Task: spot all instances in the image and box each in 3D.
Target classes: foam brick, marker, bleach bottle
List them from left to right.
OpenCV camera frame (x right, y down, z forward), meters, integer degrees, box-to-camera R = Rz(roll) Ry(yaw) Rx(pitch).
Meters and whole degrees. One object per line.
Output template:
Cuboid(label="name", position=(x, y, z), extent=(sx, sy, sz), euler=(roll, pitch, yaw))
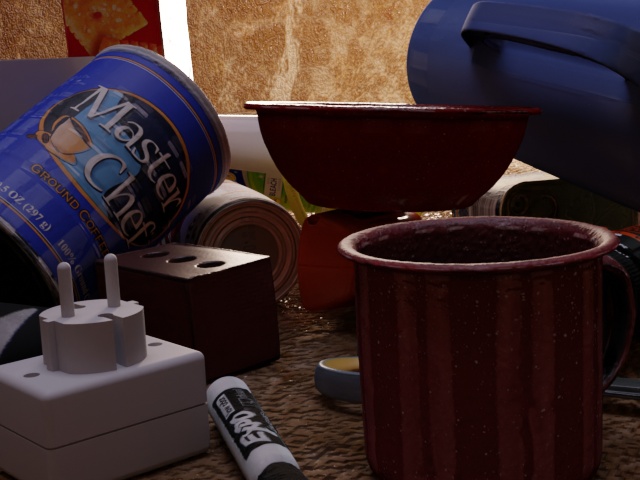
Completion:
Cuboid(label="foam brick", position=(-0.065, 0.033, 0.518), extent=(0.078, 0.051, 0.052), euler=(7, 15, 44))
Cuboid(label="bleach bottle", position=(-0.098, -0.067, 0.904), extent=(0.250, 0.068, 0.102), euler=(2, -23, -3))
Cuboid(label="marker", position=(-0.022, 0.073, 0.373), extent=(0.020, 0.020, 0.121), euler=(-6, 10, -15))

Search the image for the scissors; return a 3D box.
Cuboid(label="scissors", position=(0.080, 0.059, 0.425), extent=(0.096, 0.016, 0.202), euler=(-8, 10, -43))

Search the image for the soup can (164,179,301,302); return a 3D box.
Cuboid(label="soup can", position=(-0.054, 0.001, 0.654), extent=(0.068, 0.068, 0.102), euler=(-6, 11, -16))

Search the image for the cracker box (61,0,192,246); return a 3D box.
Cuboid(label="cracker box", position=(-0.130, -0.089, 0.765), extent=(0.072, 0.214, 0.164), euler=(-5, 10, 0))

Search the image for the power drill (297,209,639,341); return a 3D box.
Cuboid(label="power drill", position=(0.085, 0.017, 0.541), extent=(0.188, 0.057, 0.184), euler=(6, 6, 30))

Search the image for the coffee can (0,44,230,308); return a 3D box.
Cuboid(label="coffee can", position=(-0.130, -0.027, 0.579), extent=(0.103, 0.103, 0.140), euler=(5, 41, 40))

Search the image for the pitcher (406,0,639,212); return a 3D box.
Cuboid(label="pitcher", position=(0.156, -0.102, 0.662), extent=(0.144, 0.149, 0.243), euler=(-29, 31, -22))

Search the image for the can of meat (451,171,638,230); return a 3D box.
Cuboid(label="can of meat", position=(0.151, -0.018, 0.734), extent=(0.102, 0.057, 0.084), euler=(-6, 9, -17))

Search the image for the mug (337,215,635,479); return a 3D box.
Cuboid(label="mug", position=(0.064, 0.037, 0.371), extent=(0.117, 0.081, 0.093), euler=(-10, 12, -32))

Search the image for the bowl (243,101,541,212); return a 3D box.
Cuboid(label="bowl", position=(0.038, -0.047, 0.583), extent=(0.162, 0.055, 0.162), euler=(1, 8, 0))
